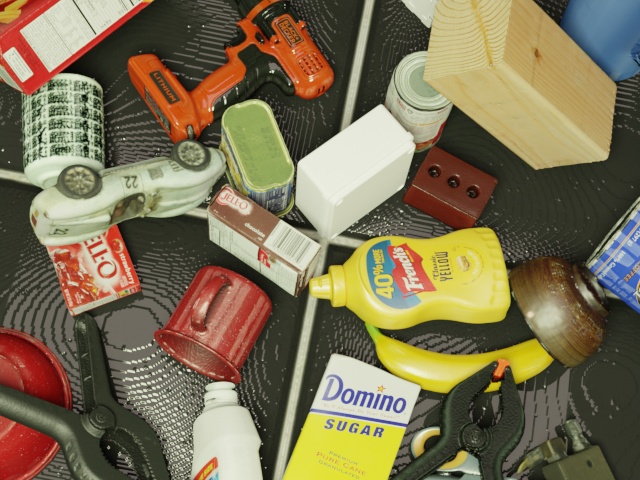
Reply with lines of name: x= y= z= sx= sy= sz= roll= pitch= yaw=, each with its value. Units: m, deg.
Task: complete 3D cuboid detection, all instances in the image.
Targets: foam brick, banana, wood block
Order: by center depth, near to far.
banana: x=0.141 y=0.117 z=1.045 sx=0.197 sy=0.037 sz=0.069 roll=6 pitch=71 yaw=-2
wood block: x=0.202 y=-0.156 z=1.052 sx=0.090 sy=0.205 sz=0.091 roll=-6 pitch=65 yaw=42
foam brick: x=0.132 y=-0.051 z=1.094 sx=0.078 sy=0.051 sz=0.053 roll=28 pitch=71 yaw=6

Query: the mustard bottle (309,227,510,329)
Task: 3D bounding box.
mustard bottle: x=0.085 y=0.040 z=1.055 sx=0.191 sy=0.058 sz=0.096 roll=-4 pitch=60 yaw=-5

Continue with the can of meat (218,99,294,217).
can of meat: x=-0.064 y=-0.080 z=1.072 sx=0.057 sy=0.084 sz=0.102 roll=-19 pitch=74 yaw=-11

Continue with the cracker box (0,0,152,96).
cracker box: x=-0.258 y=-0.249 z=1.077 sx=0.213 sy=0.072 sz=0.164 roll=-42 pitch=36 yaw=-15

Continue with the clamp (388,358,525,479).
clamp: x=0.130 y=0.188 z=0.985 sx=0.120 sy=0.039 sz=0.171 roll=15 pitch=66 yaw=2

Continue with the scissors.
scissors: x=0.169 y=0.214 z=0.999 sx=0.202 sy=0.016 sz=0.096 roll=-10 pitch=62 yaw=10

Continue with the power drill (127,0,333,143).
power drill: x=-0.104 y=-0.198 z=1.123 sx=0.187 sy=0.057 sz=0.184 roll=-32 pitch=76 yaw=-13

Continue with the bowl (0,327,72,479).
bowl: x=-0.316 y=0.152 z=0.992 sx=0.162 sy=0.055 sz=0.162 roll=1 pitch=71 yaw=-3

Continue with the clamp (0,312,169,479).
clamp: x=-0.215 y=0.169 z=0.959 sx=0.210 sy=0.036 sz=0.164 roll=52 pitch=37 yaw=14

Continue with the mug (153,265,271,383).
mug: x=-0.099 y=0.072 z=1.005 sx=0.093 sy=0.117 sz=0.081 roll=22 pitch=66 yaw=16

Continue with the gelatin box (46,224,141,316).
gelatin box: x=-0.227 y=0.020 z=1.055 sx=0.073 sy=0.030 sz=0.089 roll=-20 pitch=74 yaw=-11

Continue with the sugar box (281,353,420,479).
sugar box: x=0.022 y=0.203 z=1.004 sx=0.093 sy=0.048 sz=0.176 roll=21 pitch=72 yaw=3

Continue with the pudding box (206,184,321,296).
pudding box: x=-0.057 y=0.001 z=1.043 sx=0.113 sy=0.090 sz=0.039 roll=35 pitch=74 yaw=7

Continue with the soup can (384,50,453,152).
soup can: x=0.101 y=-0.141 z=1.095 sx=0.068 sy=0.102 sz=0.068 roll=1 pitch=71 yaw=-4

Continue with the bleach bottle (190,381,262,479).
bleach bottle: x=-0.086 y=0.254 z=0.961 sx=0.068 sy=0.103 sz=0.251 roll=9 pitch=61 yaw=-29
